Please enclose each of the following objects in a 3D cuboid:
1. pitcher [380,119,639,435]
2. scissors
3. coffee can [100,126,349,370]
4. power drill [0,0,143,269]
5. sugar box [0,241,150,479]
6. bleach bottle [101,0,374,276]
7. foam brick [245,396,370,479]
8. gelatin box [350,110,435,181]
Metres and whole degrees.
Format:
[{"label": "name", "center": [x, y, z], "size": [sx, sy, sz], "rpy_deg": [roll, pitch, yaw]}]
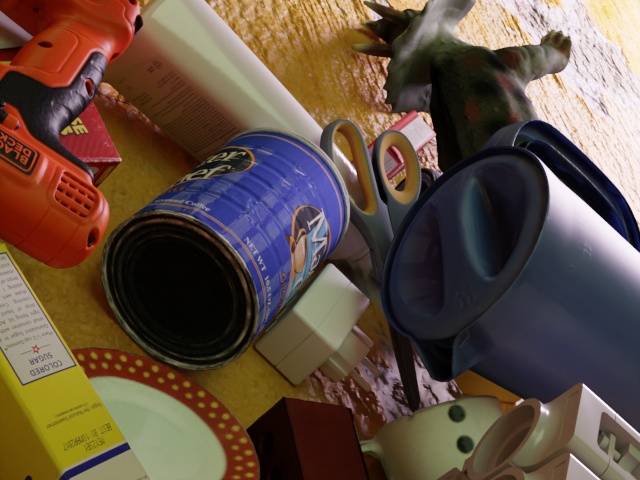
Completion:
[{"label": "pitcher", "center": [0.170, 0.045, 0.694], "size": [0.242, 0.149, 0.145], "rpy_deg": [33, 18, -29]}, {"label": "scissors", "center": [0.056, 0.008, 0.739], "size": [0.096, 0.016, 0.202], "rpy_deg": [-26, 96, -43]}, {"label": "coffee can", "center": [-0.054, 0.001, 0.660], "size": [0.103, 0.103, 0.140], "rpy_deg": [45, 35, -1]}, {"label": "power drill", "center": [-0.176, -0.094, 0.548], "size": [0.184, 0.057, 0.187], "rpy_deg": [37, 41, -26]}, {"label": "sugar box", "center": [-0.135, 0.099, 0.486], "size": [0.048, 0.093, 0.176], "rpy_deg": [-15, 66, -51]}, {"label": "bleach bottle", "center": [-0.043, -0.065, 0.761], "size": [0.250, 0.103, 0.068], "rpy_deg": [45, 59, -17]}, {"label": "foam brick", "center": [-0.007, 0.139, 0.615], "size": [0.051, 0.053, 0.078], "rpy_deg": [15, 44, -37]}, {"label": "gelatin box", "center": [0.040, -0.054, 0.826], "size": [0.030, 0.089, 0.073], "rpy_deg": [48, 35, 1]}]
